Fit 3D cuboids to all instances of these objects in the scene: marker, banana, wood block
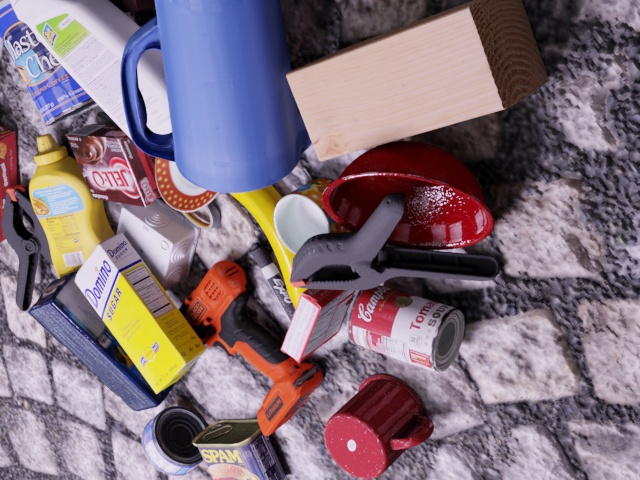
[{"bbox_3d":[-0.045,0.056,1.210,0.020,0.020,0.121,-26,95,43],"label":"marker"},{"bbox_3d":[-0.051,-0.008,1.171,0.198,0.037,0.070,56,142,1],"label":"banana"},{"bbox_3d":[0.084,-0.146,0.956,0.207,0.090,0.091,-13,104,42],"label":"wood block"}]

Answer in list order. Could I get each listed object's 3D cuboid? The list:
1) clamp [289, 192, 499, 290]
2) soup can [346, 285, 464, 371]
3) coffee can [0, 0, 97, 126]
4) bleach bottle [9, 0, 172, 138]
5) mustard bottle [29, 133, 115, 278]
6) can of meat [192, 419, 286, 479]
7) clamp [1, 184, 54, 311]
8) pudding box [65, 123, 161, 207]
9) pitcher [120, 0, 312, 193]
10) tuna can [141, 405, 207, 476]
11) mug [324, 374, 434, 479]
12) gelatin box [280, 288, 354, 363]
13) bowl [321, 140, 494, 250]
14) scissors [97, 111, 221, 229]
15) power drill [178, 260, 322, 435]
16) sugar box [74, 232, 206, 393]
[{"bbox_3d":[0.045,0.010,1.032,0.210,0.036,0.164,-10,148,34],"label":"clamp"},{"bbox_3d":[0.087,0.088,1.090,0.102,0.068,0.068,16,122,31],"label":"soup can"},{"bbox_3d":[-0.296,-0.214,1.209,0.103,0.102,0.140,-19,100,42],"label":"coffee can"},{"bbox_3d":[-0.237,-0.215,1.123,0.103,0.068,0.250,-30,112,35],"label":"bleach bottle"},{"bbox_3d":[-0.316,-0.042,1.344,0.096,0.058,0.191,-8,108,31],"label":"mustard bottle"},{"bbox_3d":[-0.100,0.276,1.344,0.102,0.057,0.084,-10,109,41],"label":"can of meat"},{"bbox_3d":[-0.368,0.008,1.421,0.120,0.039,0.171,-7,104,13],"label":"clamp"},{"bbox_3d":[-0.241,-0.090,1.258,0.114,0.039,0.090,11,127,46],"label":"pudding box"},{"bbox_3d":[-0.100,-0.172,1.009,0.145,0.149,0.243,31,144,32],"label":"pitcher"},{"bbox_3d":[-0.185,0.258,1.381,0.086,0.086,0.034,50,131,5],"label":"tuna can"},{"bbox_3d":[0.067,0.206,1.158,0.117,0.081,0.093,1,113,38],"label":"mug"},{"bbox_3d":[-0.001,0.079,1.151,0.030,0.073,0.089,35,130,20],"label":"gelatin box"},{"bbox_3d":[0.085,-0.048,0.998,0.162,0.055,0.162,10,158,4],"label":"bowl"},{"bbox_3d":[-0.178,-0.100,1.236,0.202,0.016,0.096,50,131,6],"label":"scissors"},{"bbox_3d":[-0.099,0.139,1.269,0.188,0.057,0.185,45,132,10],"label":"power drill"},{"bbox_3d":[-0.217,0.087,1.272,0.176,0.048,0.093,50,136,6],"label":"sugar box"}]
